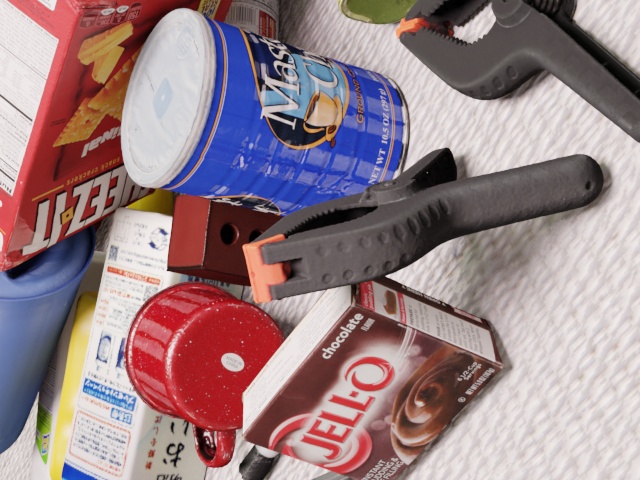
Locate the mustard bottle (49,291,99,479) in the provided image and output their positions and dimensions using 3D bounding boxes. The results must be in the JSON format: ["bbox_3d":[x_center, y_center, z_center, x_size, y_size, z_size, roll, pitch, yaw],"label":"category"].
[{"bbox_3d":[-0.169,0.137,0.823,0.096,0.058,0.191,15,-94,-79],"label":"mustard bottle"}]

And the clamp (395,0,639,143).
[{"bbox_3d":[0.110,-0.111,0.532,0.210,0.036,0.164,-12,69,56],"label":"clamp"}]

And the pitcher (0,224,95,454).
[{"bbox_3d":[-0.267,0.071,0.811,0.243,0.149,0.145,117,147,-41],"label":"pitcher"}]

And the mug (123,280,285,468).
[{"bbox_3d":[-0.070,0.087,0.679,0.082,0.093,0.117,-176,85,-67],"label":"mug"}]

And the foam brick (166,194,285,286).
[{"bbox_3d":[-0.055,0.001,0.704,0.051,0.078,0.053,-5,77,54],"label":"foam brick"}]

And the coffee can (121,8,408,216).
[{"bbox_3d":[-0.033,-0.068,0.637,0.103,0.140,0.103,-23,61,51],"label":"coffee can"}]

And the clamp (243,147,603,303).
[{"bbox_3d":[0.046,-0.011,0.502,0.120,0.171,0.039,-4,109,51],"label":"clamp"}]

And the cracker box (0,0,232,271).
[{"bbox_3d":[-0.148,-0.099,0.695,0.072,0.163,0.214,38,127,14],"label":"cracker box"}]

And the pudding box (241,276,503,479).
[{"bbox_3d":[0.024,0.073,0.551,0.114,0.090,0.039,-54,25,30],"label":"pudding box"}]

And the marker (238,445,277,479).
[{"bbox_3d":[-0.020,0.109,0.672,0.121,0.020,0.020,-60,37,25],"label":"marker"}]

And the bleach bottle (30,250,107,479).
[{"bbox_3d":[-0.211,0.135,0.908,0.103,0.068,0.251,-167,86,-67],"label":"bleach bottle"}]
